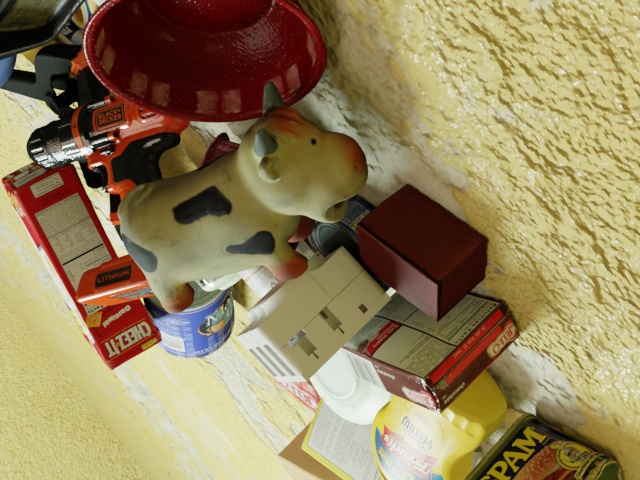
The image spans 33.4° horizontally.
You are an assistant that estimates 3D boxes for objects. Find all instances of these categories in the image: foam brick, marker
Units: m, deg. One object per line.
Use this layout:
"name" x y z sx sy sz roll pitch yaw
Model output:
"foam brick" 0.072 0.008 0.760 0.078 0.051 0.053 38 157 27
"marker" -0.252 -0.213 1.055 0.121 0.020 0.020 42 158 17

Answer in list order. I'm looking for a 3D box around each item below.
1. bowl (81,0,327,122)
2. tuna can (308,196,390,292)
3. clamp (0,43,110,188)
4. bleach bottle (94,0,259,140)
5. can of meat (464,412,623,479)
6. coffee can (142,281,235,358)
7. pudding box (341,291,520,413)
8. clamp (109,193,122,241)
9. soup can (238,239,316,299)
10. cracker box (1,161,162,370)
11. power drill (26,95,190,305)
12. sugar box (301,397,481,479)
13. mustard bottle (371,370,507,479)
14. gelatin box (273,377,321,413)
"bowl" -0.076 -0.144 0.718 0.162 0.055 0.162 0 154 0
"tuna can" 0.030 0.005 0.857 0.086 0.033 0.086 40 157 21
"clamp" -0.267 -0.150 1.090 0.164 0.036 0.210 44 152 1
"bleach bottle" -0.126 -0.180 0.809 0.250 0.068 0.103 53 154 -17
"can of meat" 0.169 0.194 0.817 0.084 0.102 0.057 24 147 44
"coffee can" -0.149 0.060 1.201 0.103 0.102 0.140 42 158 18
"pudding box" 0.080 0.076 0.805 0.114 0.090 0.039 17 141 55
"clamp" -0.197 -0.053 1.093 0.171 0.039 0.120 -142 36 -81
"soup can" -0.056 0.001 0.972 0.102 0.068 0.069 49 159 -2
"cracker box" -0.259 0.018 1.152 0.213 0.072 0.164 65 164 -16
"power drill" -0.192 -0.038 0.975 0.185 0.057 0.187 -13 79 30
"sugar box" 0.066 0.205 1.044 0.176 0.093 0.048 28 -170 40
"mustard bottle" 0.090 0.171 0.923 0.096 0.058 0.192 41 141 22
"gelatin box" -0.022 0.156 1.216 0.089 0.030 0.073 34 154 33
